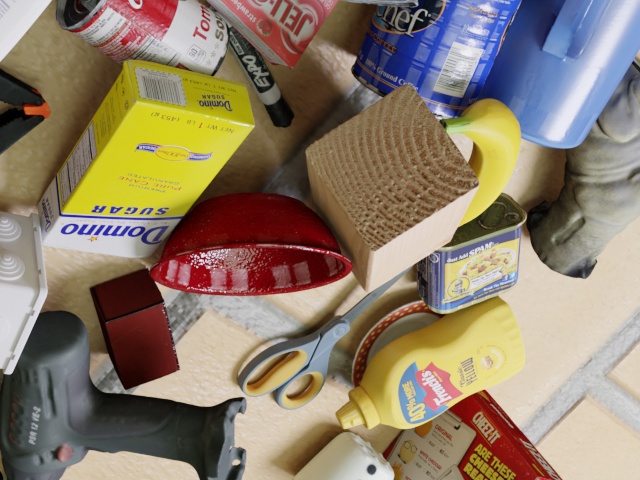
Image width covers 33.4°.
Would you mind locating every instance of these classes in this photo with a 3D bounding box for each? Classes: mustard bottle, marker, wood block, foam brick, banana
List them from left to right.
[{"bbox_3d":[-0.153,0.074,0.885,0.051,0.053,0.078,-19,129,-16],"label":"foam brick"},{"bbox_3d":[-0.051,-0.133,0.820,0.020,0.020,0.121,-34,131,-4],"label":"marker"},{"bbox_3d":[0.051,-0.032,0.825,0.091,0.090,0.206,-33,171,-4],"label":"wood block"},{"bbox_3d":[0.101,0.128,1.025,0.191,0.058,0.096,-27,129,-10],"label":"mustard bottle"},{"bbox_3d":[0.126,-0.065,0.858,0.069,0.037,0.198,-16,156,1],"label":"banana"}]

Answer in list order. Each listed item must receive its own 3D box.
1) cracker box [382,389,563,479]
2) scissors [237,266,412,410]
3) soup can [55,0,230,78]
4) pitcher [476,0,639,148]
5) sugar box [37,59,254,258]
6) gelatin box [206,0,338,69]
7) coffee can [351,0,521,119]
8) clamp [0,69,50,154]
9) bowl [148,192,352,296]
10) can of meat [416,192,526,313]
[{"bbox_3d":[0.130,0.273,1.098,0.072,0.164,0.214,27,106,-40],"label":"cracker box"},{"bbox_3d":[0.017,0.097,1.008,0.201,0.016,0.096,-30,134,-1],"label":"scissors"},{"bbox_3d":[-0.121,-0.151,0.738,0.102,0.069,0.068,30,104,-39],"label":"soup can"},{"bbox_3d":[0.209,-0.196,0.839,0.149,0.145,0.243,5,122,-33],"label":"pitcher"},{"bbox_3d":[-0.130,-0.052,0.771,0.093,0.048,0.176,9,140,-32],"label":"sugar box"},{"bbox_3d":[-0.033,-0.180,0.777,0.089,0.030,0.073,40,79,-40],"label":"gelatin box"},{"bbox_3d":[0.095,-0.176,0.814,0.102,0.103,0.140,7,118,-31],"label":"coffee can"},{"bbox_3d":[-0.273,-0.093,0.718,0.171,0.039,0.120,-18,127,-20],"label":"clamp"},{"bbox_3d":[-0.056,0.001,0.854,0.162,0.055,0.162,-2,164,-1],"label":"bowl"},{"bbox_3d":[0.138,0.012,0.996,0.102,0.057,0.084,-18,130,-16],"label":"can of meat"}]
